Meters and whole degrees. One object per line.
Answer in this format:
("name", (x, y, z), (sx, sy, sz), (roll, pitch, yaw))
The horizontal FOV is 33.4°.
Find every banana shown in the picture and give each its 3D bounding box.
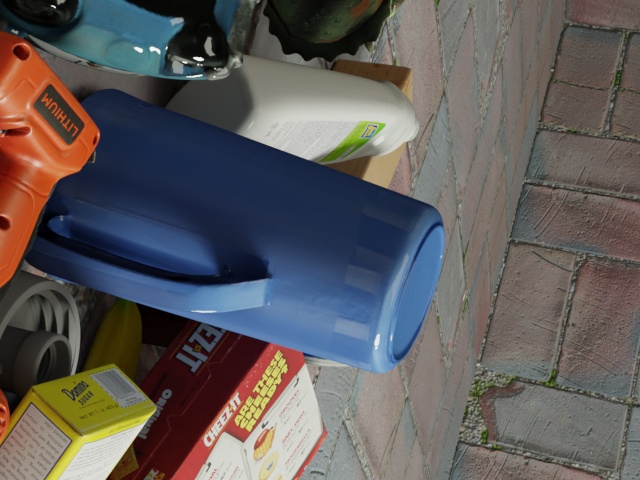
("banana", (-0.166, 0.120, 0.737), (0.069, 0.037, 0.197), (60, 43, -54))

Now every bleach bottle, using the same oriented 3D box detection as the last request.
("bleach bottle", (-0.006, -0.096, 0.875), (0.250, 0.103, 0.068), (-3, 62, -52))

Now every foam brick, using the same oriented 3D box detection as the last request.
("foam brick", (-0.107, 0.050, 0.816), (0.051, 0.078, 0.053), (75, 28, -54))

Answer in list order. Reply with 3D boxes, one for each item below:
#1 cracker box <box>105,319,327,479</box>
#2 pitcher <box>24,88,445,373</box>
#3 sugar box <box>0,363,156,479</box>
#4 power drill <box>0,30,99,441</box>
("cracker box", (-0.076, 0.153, 0.785), (0.164, 0.072, 0.213), (-54, 155, -23))
("pitcher", (-0.054, 0.001, 0.671), (0.145, 0.243, 0.149), (69, 42, -63))
("sugar box", (-0.172, 0.153, 0.600), (0.176, 0.048, 0.093), (-51, 167, 11))
("power drill", (-0.174, 0.000, 0.480), (0.184, 0.057, 0.187), (66, 40, -68))
